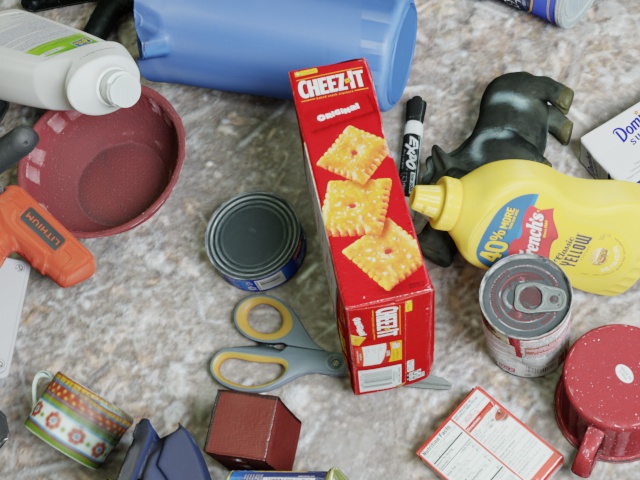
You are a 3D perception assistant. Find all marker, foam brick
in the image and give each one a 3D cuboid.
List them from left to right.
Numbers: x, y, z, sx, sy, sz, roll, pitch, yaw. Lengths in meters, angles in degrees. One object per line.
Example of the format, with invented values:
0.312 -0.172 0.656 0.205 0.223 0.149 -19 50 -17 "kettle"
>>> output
-0.052 0.155 0.843 0.053 0.078 0.051 4 67 16 "foam brick"
0.080 -0.075 0.951 0.020 0.020 0.121 3 67 13 "marker"

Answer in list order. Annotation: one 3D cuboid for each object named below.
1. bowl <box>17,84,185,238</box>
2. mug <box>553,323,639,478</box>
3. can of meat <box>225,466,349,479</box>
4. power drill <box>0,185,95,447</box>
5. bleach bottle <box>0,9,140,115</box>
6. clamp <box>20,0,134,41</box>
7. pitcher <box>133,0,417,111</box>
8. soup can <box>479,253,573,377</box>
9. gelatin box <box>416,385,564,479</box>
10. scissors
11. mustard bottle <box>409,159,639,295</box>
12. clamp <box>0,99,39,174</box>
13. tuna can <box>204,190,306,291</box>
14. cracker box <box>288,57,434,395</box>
-0.194 -0.065 0.986 0.162 0.055 0.162 -5 65 10 "bowl"
0.216 0.122 0.796 0.093 0.081 0.117 27 74 22 "mug"
-0.022 0.205 0.800 0.084 0.102 0.057 -2 65 14 "can of meat"
-0.278 0.058 0.882 0.184 0.057 0.187 44 61 1 "power drill"
-0.247 -0.155 0.968 0.102 0.068 0.251 -32 35 -29 "bleach bottle"
-0.222 -0.258 1.092 0.120 0.039 0.171 41 77 20 "clamp"
-0.037 -0.197 0.981 0.243 0.145 0.149 13 81 14 "pitcher"
0.160 0.061 0.824 0.068 0.102 0.068 -5 65 10 "soup can"
0.130 0.168 0.823 0.089 0.030 0.073 39 80 25 "gelatin box"
0.006 0.086 0.895 0.202 0.016 0.096 -6 65 10 "scissors"
0.161 -0.015 0.824 0.191 0.096 0.058 12 42 -11 "mustard bottle"
-0.351 -0.054 1.010 0.210 0.036 0.165 -45 31 4 "clamp"
-0.056 0.001 0.938 0.086 0.033 0.086 -5 65 10 "tuna can"
0.033 -0.009 0.842 0.072 0.164 0.214 -11 60 -1 "cracker box"
